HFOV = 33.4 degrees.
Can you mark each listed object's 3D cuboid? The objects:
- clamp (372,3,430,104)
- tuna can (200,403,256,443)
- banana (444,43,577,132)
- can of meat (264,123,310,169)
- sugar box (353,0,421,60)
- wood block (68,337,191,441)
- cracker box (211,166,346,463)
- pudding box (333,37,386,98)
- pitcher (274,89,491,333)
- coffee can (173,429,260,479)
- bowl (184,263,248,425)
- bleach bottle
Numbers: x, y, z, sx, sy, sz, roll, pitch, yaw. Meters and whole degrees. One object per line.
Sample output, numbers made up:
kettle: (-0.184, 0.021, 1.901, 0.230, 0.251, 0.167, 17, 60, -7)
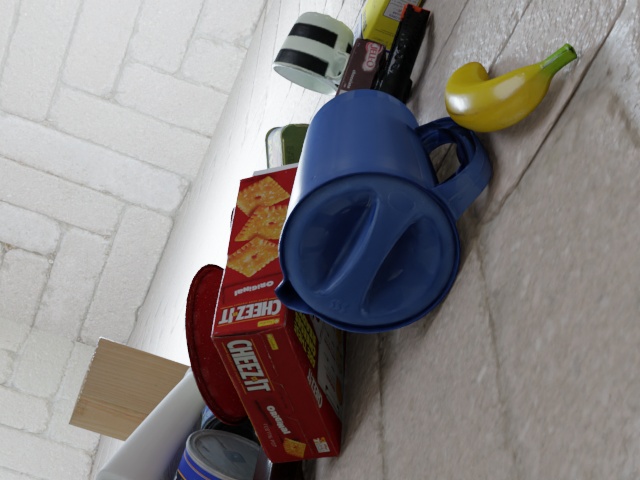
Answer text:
clamp: (0.074, -0.155, 1.093, 0.165, 0.036, 0.210, 122, 167, -77)
tuna can: (-0.086, 0.202, 1.144, 0.033, 0.086, 0.086, -91, 23, -55)
banana: (0.127, -0.109, 0.795, 0.069, 0.037, 0.198, -35, 13, -6)
can of meat: (-0.036, -0.106, 1.433, 0.084, 0.057, 0.102, -176, 82, -75)
sugar box: (0.079, -0.270, 1.246, 0.093, 0.048, 0.176, -83, 18, -45)
wood block: (-0.208, 0.213, 1.382, 0.090, 0.206, 0.090, 122, 163, -48)
cracker box: (-0.031, 0.063, 0.952, 0.213, 0.072, 0.164, -84, -21, -50)
pudding box: (0.041, -0.154, 1.180, 0.090, 0.039, 0.113, 70, -140, -73)
pitcher: (0.047, -0.044, 0.878, 0.243, 0.149, 0.145, -87, 5, -64)
coffee can: (-0.110, 0.279, 1.087, 0.103, 0.102, 0.140, -115, 45, -74)
bowl: (-0.072, 0.097, 1.043, 0.162, 0.055, 0.162, -12, -90, -71)
bleach bottle: (-0.160, 0.216, 1.186, 0.250, 0.068, 0.103, -52, -22, -53)
